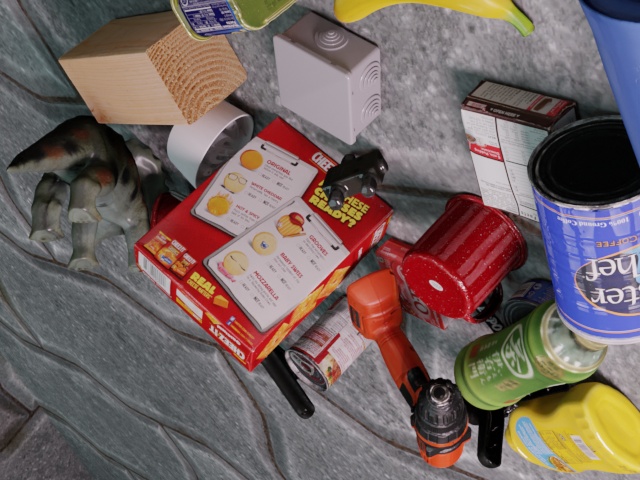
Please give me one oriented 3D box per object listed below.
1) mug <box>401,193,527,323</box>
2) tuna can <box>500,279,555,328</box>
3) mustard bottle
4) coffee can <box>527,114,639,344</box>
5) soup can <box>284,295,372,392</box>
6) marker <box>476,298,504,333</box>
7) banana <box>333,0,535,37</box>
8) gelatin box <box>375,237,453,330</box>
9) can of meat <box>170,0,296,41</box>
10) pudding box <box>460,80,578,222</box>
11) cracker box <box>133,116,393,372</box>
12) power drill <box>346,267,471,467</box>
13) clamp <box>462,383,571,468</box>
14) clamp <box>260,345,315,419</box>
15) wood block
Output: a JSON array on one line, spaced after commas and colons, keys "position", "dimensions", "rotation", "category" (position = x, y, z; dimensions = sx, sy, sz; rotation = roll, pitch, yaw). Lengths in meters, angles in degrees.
[{"position": [0.134, 0.027, 0.990], "dimensions": [0.093, 0.081, 0.117], "rotation": [13, 139, 49], "category": "mug"}, {"position": [0.214, 0.078, 1.000], "dimensions": [0.086, 0.033, 0.086], "rotation": [35, 153, 21], "category": "tuna can"}, {"position": [0.248, 0.196, 1.094], "dimensions": [0.096, 0.058, 0.192], "rotation": [46, 155, -8], "category": "mustard bottle"}, {"position": [0.216, -0.007, 0.792], "dimensions": [0.103, 0.102, 0.140], "rotation": [22, 145, 41], "category": "coffee can"}, {"position": [0.015, 0.123, 1.288], "dimensions": [0.068, 0.102, 0.068], "rotation": [35, 153, 21], "category": "soup can"}, {"position": [0.171, 0.074, 1.077], "dimensions": [0.121, 0.020, 0.020], "rotation": [50, 154, -8], "category": "marker"}, {"position": [0.070, -0.189, 0.822], "dimensions": [0.198, 0.037, 0.069], "rotation": [18, 142, 44], "category": "banana"}, {"position": [0.102, 0.046, 1.126], "dimensions": [0.073, 0.030, 0.089], "rotation": [23, 147, 39], "category": "gelatin box"}, {"position": [-0.063, -0.217, 0.911], "dimensions": [0.084, 0.102, 0.057], "rotation": [7, 134, 50], "category": "can of meat"}, {"position": [0.166, -0.067, 0.857], "dimensions": [0.090, 0.039, 0.113], "rotation": [22, 147, 40], "category": "pudding box"}, {"position": [-0.057, 0.001, 1.090], "dimensions": [0.164, 0.213, 0.072], "rotation": [40, 156, 13], "category": "cracker box"}, {"position": [0.088, 0.123, 1.059], "dimensions": [0.184, 0.057, 0.188], "rotation": [80, 166, -62], "category": "power drill"}, {"position": [0.191, 0.156, 1.092], "dimensions": [0.039, 0.120, 0.171], "rotation": [49, -175, -16], "category": "clamp"}, {"position": [-0.078, 0.148, 1.458], "dimensions": [0.210, 0.036, 0.164], "rotation": [50, -177, -20], "category": "clamp"}, {"position": [-0.184, -0.186, 1.153], "dimensions": [0.206, 0.090, 0.090], "rotation": [9, 136, 53], "category": "wood block"}]
